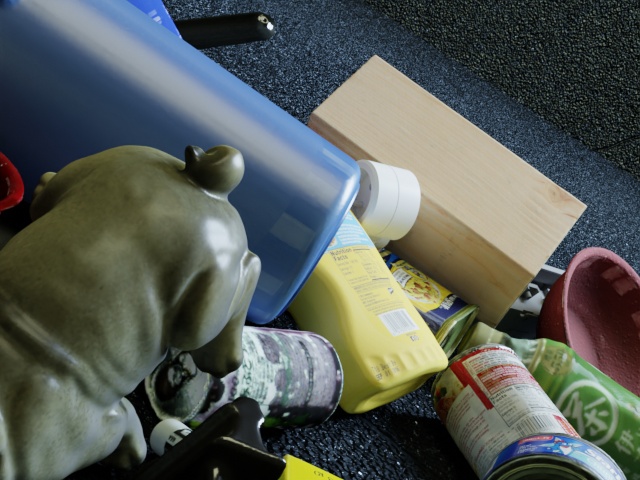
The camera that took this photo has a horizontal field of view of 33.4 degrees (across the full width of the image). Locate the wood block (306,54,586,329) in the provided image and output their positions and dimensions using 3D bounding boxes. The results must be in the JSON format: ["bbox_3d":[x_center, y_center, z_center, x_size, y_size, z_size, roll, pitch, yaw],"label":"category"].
[{"bbox_3d":[0.089,-0.039,0.844,0.206,0.090,0.090,37,57,10],"label":"wood block"}]

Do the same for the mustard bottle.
[{"bbox_3d":[0.003,0.016,0.697,0.096,0.058,0.192,-8,62,-54],"label":"mustard bottle"}]

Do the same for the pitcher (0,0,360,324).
[{"bbox_3d":[-0.107,-0.054,0.599,0.243,0.145,0.149,32,13,-4],"label":"pitcher"}]

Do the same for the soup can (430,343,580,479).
[{"bbox_3d":[0.122,0.123,0.685,0.068,0.069,0.102,20,22,-31],"label":"soup can"}]

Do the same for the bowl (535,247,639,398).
[{"bbox_3d":[0.231,0.090,0.899,0.161,0.055,0.162,21,58,-39],"label":"bowl"}]

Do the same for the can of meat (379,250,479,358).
[{"bbox_3d":[0.060,0.054,0.784,0.084,0.057,0.102,34,17,15],"label":"can of meat"}]

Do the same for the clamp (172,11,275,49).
[{"bbox_3d":[-0.154,-0.175,0.944,0.209,0.165,0.036,10,64,-33],"label":"clamp"}]

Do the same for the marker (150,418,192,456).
[{"bbox_3d":[-0.041,0.106,0.470,0.020,0.020,0.121,18,-1,-36],"label":"marker"}]

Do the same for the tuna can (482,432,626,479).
[{"bbox_3d":[0.128,0.152,0.589,0.086,0.086,0.033,35,20,11],"label":"tuna can"}]
